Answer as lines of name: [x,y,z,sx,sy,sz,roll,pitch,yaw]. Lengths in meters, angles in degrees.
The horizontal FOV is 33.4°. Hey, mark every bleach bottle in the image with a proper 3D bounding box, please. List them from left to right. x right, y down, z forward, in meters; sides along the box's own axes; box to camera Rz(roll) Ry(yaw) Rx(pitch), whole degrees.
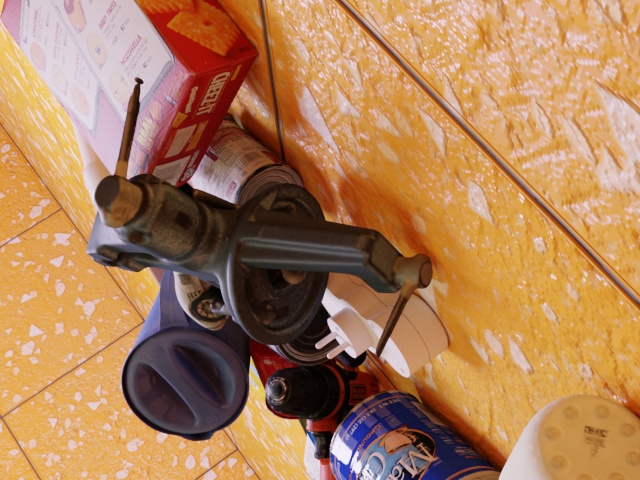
bleach bottle: [-0.255,-0.093,1.287,0.251,0.068,0.102,-115,2,-51]

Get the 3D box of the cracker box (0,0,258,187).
cracker box: [-0.157,-0.163,0.840,0.214,0.071,0.164,53,140,15]

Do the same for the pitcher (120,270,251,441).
pitcher: [-0.137,0.092,1.196,0.145,0.149,0.243,33,-159,-13]

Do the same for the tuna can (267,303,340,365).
tuna can: [-0.012,0.067,0.945,0.034,0.086,0.086,29,150,58]

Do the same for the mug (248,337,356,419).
mug: [-0.017,0.130,1.127,0.117,0.093,0.081,4,129,33]

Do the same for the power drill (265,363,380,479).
power drill: [0.003,0.207,0.982,0.057,0.187,0.184,-2,171,29]

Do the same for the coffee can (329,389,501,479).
coffee can: [0.085,0.204,0.898,0.140,0.102,0.103,37,157,52]

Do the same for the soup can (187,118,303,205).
soup can: [-0.068,-0.054,0.897,0.102,0.068,0.068,40,159,45]
